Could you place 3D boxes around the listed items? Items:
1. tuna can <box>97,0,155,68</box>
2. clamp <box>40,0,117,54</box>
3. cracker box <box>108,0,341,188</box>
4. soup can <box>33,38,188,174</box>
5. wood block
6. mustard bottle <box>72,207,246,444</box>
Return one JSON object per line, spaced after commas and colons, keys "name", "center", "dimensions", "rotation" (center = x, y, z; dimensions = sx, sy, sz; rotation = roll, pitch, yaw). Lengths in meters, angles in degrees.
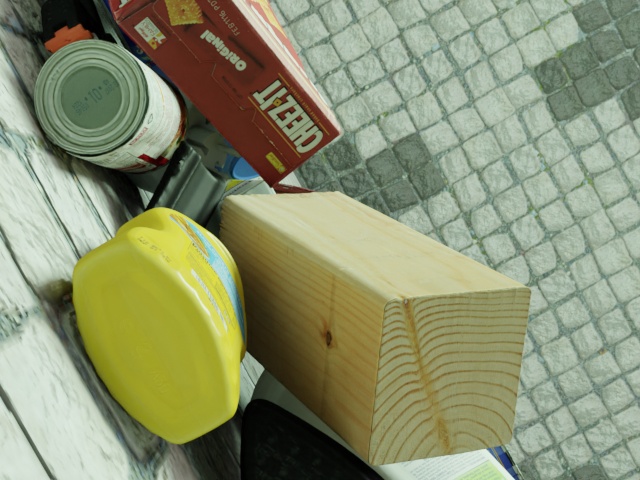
{"name": "tuna can", "center": [-0.151, -0.178, 0.850], "dimensions": [0.086, 0.033, 0.086], "rotation": [60, -4, 7]}
{"name": "clamp", "center": [-0.154, -0.119, 0.771], "dimensions": [0.164, 0.036, 0.210], "rotation": [60, 0, -9]}
{"name": "cracker box", "center": [-0.079, -0.160, 0.743], "dimensions": [0.164, 0.072, 0.214], "rotation": [46, 11, -38]}
{"name": "soup can", "center": [-0.123, -0.078, 0.641], "dimensions": [0.068, 0.068, 0.102], "rotation": [61, 4, 4]}
{"name": "wood block", "center": [0.019, 0.040, 0.620], "dimensions": [0.206, 0.090, 0.091], "rotation": [32, -59, 58]}
{"name": "mustard bottle", "center": [-0.074, 0.031, 0.555], "dimensions": [0.096, 0.058, 0.191], "rotation": [59, 4, -8]}
